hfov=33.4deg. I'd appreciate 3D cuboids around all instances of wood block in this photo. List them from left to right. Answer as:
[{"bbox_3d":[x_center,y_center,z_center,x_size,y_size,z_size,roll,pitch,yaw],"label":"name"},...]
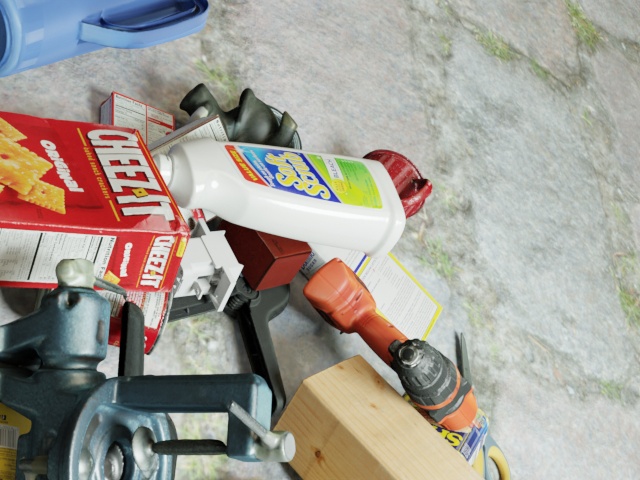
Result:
[{"bbox_3d":[0.062,0.215,0.981,0.206,0.091,0.090,44,34,23],"label":"wood block"}]

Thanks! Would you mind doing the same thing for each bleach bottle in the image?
[{"bbox_3d":[-0.047,-0.045,1.012,0.250,0.068,0.102,6,46,-30],"label":"bleach bottle"}]

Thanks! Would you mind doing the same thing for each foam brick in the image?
[{"bbox_3d":[-0.057,0.001,1.050,0.052,0.051,0.078,-12,57,-43],"label":"foam brick"}]

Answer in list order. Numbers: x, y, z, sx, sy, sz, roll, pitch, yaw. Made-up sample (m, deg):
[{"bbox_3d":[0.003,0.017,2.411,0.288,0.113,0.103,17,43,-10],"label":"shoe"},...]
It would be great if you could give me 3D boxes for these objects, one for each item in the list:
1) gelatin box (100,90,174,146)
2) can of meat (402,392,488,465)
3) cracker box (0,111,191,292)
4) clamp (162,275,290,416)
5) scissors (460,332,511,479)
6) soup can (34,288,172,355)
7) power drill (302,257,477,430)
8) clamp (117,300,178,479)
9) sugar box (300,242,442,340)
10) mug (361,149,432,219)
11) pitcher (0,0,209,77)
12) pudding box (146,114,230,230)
[{"bbox_3d":[-0.182,-0.096,1.063,0.073,0.030,0.089,18,52,-35],"label":"gelatin box"},{"bbox_3d":[0.115,0.203,1.100,0.102,0.057,0.083,18,31,20],"label":"can of meat"},{"bbox_3d":[-0.232,-0.037,0.868,0.213,0.072,0.164,4,36,-32],"label":"cracker box"},{"bbox_3d":[-0.089,0.055,1.043,0.164,0.036,0.210,31,41,-17],"label":"clamp"},{"bbox_3d":[0.187,0.207,1.231,0.096,0.016,0.201,37,42,-23],"label":"scissors"},{"bbox_3d":[-0.185,0.052,0.907,0.102,0.069,0.068,18,50,-20],"label":"soup can"},{"bbox_3d":[0.065,0.098,1.037,0.188,0.057,0.184,44,-5,33],"label":"power drill"},{"bbox_3d":[-0.176,0.147,0.864,0.120,0.039,0.171,-20,97,-13],"label":"clamp"},{"bbox_3d":[0.051,0.047,1.186,0.176,0.048,0.093,45,41,-7],"label":"sugar box"},{"bbox_3d":[0.074,-0.047,1.226,0.081,0.117,0.093,-46,122,-46],"label":"mug"},{"bbox_3d":[-0.234,-0.235,1.030,0.242,0.149,0.145,-36,109,-48],"label":"pitcher"},{"bbox_3d":[-0.131,-0.059,1.037,0.113,0.039,0.090,-33,108,-33],"label":"pudding box"}]
